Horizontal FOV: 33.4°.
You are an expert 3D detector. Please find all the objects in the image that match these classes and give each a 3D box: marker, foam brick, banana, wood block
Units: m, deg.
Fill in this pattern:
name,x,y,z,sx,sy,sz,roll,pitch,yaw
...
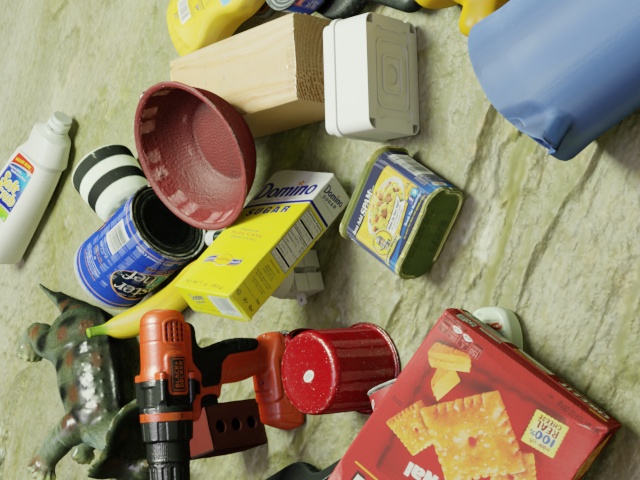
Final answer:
name,x,y,z,sx,sy,sz,roll,pitch,yaw
marker,-0.087,-0.006,1.203,0.121,0.020,0.020,-6,84,47
foam brick,-0.107,0.208,1.176,0.051,0.078,0.053,-28,71,42
banana,-0.190,0.075,1.275,0.198,0.069,0.037,-33,80,26
wood block,-0.062,-0.167,1.130,0.207,0.090,0.090,-8,82,47

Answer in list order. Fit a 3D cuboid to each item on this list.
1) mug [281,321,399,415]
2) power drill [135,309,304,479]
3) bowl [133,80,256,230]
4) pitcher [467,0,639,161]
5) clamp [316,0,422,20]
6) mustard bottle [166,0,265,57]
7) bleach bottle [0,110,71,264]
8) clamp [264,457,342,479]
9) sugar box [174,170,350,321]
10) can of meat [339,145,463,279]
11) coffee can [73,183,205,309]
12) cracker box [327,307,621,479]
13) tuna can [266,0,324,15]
name,x,y,z,sx,sy,sz,roll,pitch,yaw
mug,0.010,0.121,1.050,0.117,0.081,0.093,42,118,39
power drill,-0.102,0.162,1.092,0.058,0.187,0.184,-11,79,45
bowl,-0.118,-0.094,1.097,0.162,0.055,0.162,24,129,33
pitcher,0.238,-0.183,0.794,0.243,0.144,0.149,-37,75,36
clamp,0.042,-0.257,1.059,0.172,0.039,0.120,-26,64,50
mustard bottle,-0.097,-0.283,1.170,0.192,0.058,0.096,-37,54,41
bleach bottle,-0.425,-0.086,1.540,0.251,0.067,0.103,-55,53,28
clamp,-0.020,0.274,1.064,0.210,0.036,0.164,-21,33,50
sugar box,-0.057,0.001,1.075,0.094,0.048,0.176,7,51,47
can of meat,0.076,-0.025,1.002,0.084,0.057,0.102,40,117,38
coffee can,-0.218,0.009,1.283,0.141,0.102,0.103,-37,63,40
cracker box,0.115,0.187,0.880,0.164,0.072,0.214,38,100,24
tuna can,-0.021,-0.273,1.085,0.086,0.033,0.086,-17,69,53
